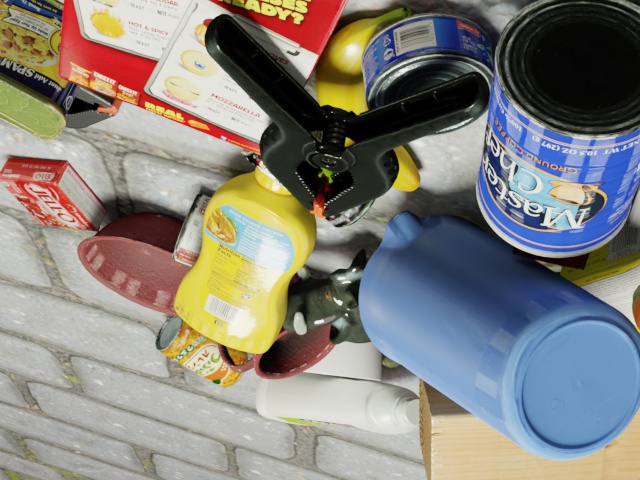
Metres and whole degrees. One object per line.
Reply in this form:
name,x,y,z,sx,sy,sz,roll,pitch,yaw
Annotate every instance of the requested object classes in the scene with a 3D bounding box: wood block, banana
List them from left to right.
banana,0.033,-0.093,0.759,0.070,0.037,0.198,13,153,14
wood block,0.197,0.167,0.976,0.206,0.090,0.091,-3,116,-1

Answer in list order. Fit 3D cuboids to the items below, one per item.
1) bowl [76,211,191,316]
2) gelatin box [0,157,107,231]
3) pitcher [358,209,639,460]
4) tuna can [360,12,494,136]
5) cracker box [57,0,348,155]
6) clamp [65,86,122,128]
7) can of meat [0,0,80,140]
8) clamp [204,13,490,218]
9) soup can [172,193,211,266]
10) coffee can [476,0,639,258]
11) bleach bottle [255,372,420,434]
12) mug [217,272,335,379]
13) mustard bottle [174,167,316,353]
bowl,-0.162,0.018,1.086,0.162,0.055,0.162,16,154,8
gelatin box,-0.267,-0.045,1.065,0.073,0.030,0.089,7,151,24
pitcher,0.134,0.075,0.786,0.149,0.145,0.243,14,-172,-20
tuna can,0.070,-0.104,0.683,0.086,0.034,0.086,-3,149,-2
cracker box,-0.074,-0.153,0.679,0.164,0.072,0.214,21,153,-6
clamp,-0.243,-0.124,0.888,0.171,0.039,0.120,17,155,5
can of meat,-0.223,-0.138,0.796,0.102,0.084,0.058,28,153,-16
clamp,0.018,-0.066,0.681,0.164,0.036,0.210,12,158,7
soup can,-0.078,0.005,0.990,0.102,0.068,0.069,22,154,-3
coffee can,0.152,-0.066,0.653,0.103,0.102,0.140,14,153,11
bleach bottle,0.028,0.182,1.201,0.102,0.068,0.251,15,169,-29
mug,-0.049,0.084,1.055,0.117,0.081,0.093,-34,148,4
mustard bottle,-0.056,0.001,0.907,0.096,0.058,0.192,27,121,8
